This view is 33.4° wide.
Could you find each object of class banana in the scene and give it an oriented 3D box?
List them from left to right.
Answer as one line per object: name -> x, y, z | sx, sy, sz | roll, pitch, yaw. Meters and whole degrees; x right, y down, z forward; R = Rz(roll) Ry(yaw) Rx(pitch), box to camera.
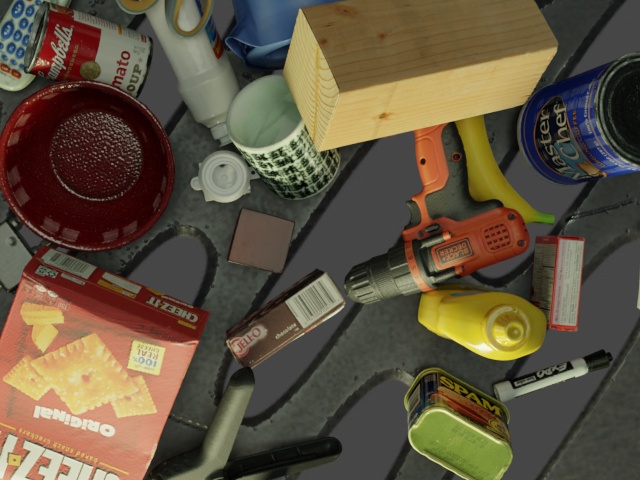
banana -> 0.158, -0.092, 1.041 | 0.069, 0.037, 0.198 | -26, 94, -26

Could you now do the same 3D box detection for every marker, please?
marker -> 0.231, 0.133, 1.054 | 0.121, 0.020, 0.020 | -17, 92, -4

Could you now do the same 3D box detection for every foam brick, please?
foam brick -> -0.057, 0.001, 1.002 | 0.053, 0.078, 0.051 | 15, 88, -5

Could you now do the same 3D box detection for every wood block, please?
wood block -> 0.085, -0.155, 0.918 | 0.205, 0.091, 0.090 | -15, 66, -20

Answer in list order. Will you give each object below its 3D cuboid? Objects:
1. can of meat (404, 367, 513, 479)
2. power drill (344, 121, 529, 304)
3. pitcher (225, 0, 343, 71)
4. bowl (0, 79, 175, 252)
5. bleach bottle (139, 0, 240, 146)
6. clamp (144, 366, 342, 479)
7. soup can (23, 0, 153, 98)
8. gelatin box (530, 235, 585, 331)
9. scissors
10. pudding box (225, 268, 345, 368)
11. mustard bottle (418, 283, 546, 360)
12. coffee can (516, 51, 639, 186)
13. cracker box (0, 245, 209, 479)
can of meat -> 0.130, 0.176, 1.008 | 0.102, 0.084, 0.057 | 30, 107, -4
power drill -> 0.085, -0.045, 1.010 | 0.185, 0.057, 0.187 | -20, 88, 17
pitcher -> -0.024, -0.288, 0.985 | 0.145, 0.149, 0.243 | -14, 88, 19
bowl -> -0.212, -0.073, 0.988 | 0.162, 0.055, 0.162 | 0, 108, 0
bleach bottle -> -0.130, -0.209, 0.994 | 0.068, 0.102, 0.251 | -22, 98, 7
clamp -> -0.089, 0.219, 1.003 | 0.210, 0.036, 0.164 | -43, 129, 11
soup can -> -0.213, -0.171, 0.979 | 0.102, 0.069, 0.068 | 15, 89, -25
gelatin box -> 0.227, 0.040, 1.025 | 0.030, 0.073, 0.089 | 4, 90, -4
scissors -> -0.130, -0.277, 0.927 | 0.096, 0.016, 0.202 | 0, 94, -10
pudding box -> -0.035, 0.072, 0.998 | 0.113, 0.090, 0.039 | -33, 94, -4
mustard bottle -> 0.150, 0.072, 0.960 | 0.096, 0.192, 0.058 | 11, 89, -5
coffee can -> 0.260, -0.108, 0.984 | 0.102, 0.140, 0.103 | 1, 86, -18
cracker box -> -0.215, 0.135, 0.962 | 0.164, 0.072, 0.214 | 23, 109, -4
